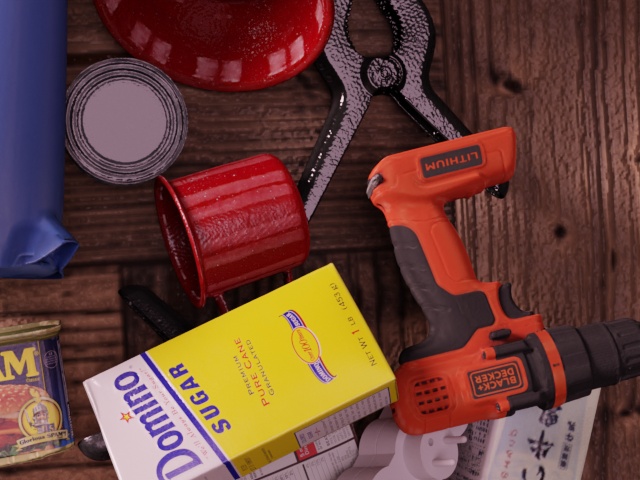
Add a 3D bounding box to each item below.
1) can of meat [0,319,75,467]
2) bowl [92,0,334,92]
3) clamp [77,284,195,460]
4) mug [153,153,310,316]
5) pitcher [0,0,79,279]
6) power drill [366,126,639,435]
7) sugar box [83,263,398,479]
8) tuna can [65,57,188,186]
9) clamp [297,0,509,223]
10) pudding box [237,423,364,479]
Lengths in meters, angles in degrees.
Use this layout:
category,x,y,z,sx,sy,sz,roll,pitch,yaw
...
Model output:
category,x,y,z,sx,sy,sz,roll,pitch,yaw
can of meat,-0.215,0.102,0.698,0.102,0.057,0.084,-8,94,-13
bowl,-0.068,-0.174,0.708,0.162,0.162,0.055,18,52,-12
clamp,-0.076,0.109,0.714,0.171,0.039,0.120,19,78,7
mug,-0.055,0.001,0.720,0.081,0.093,0.117,-18,87,-18
pitcher,-0.230,-0.095,0.670,0.149,0.145,0.243,5,84,-25
power drill,0.118,0.023,0.713,0.184,0.057,0.188,-13,78,-7
sugar box,-0.050,0.094,0.668,0.176,0.048,0.093,-25,62,-8
tuna can,-0.135,-0.080,0.731,0.086,0.034,0.086,0,89,-13
clamp,0.053,-0.113,0.773,0.164,0.036,0.210,-3,87,-12
pudding box,-0.025,0.162,0.750,0.113,0.039,0.090,-20,94,-11
